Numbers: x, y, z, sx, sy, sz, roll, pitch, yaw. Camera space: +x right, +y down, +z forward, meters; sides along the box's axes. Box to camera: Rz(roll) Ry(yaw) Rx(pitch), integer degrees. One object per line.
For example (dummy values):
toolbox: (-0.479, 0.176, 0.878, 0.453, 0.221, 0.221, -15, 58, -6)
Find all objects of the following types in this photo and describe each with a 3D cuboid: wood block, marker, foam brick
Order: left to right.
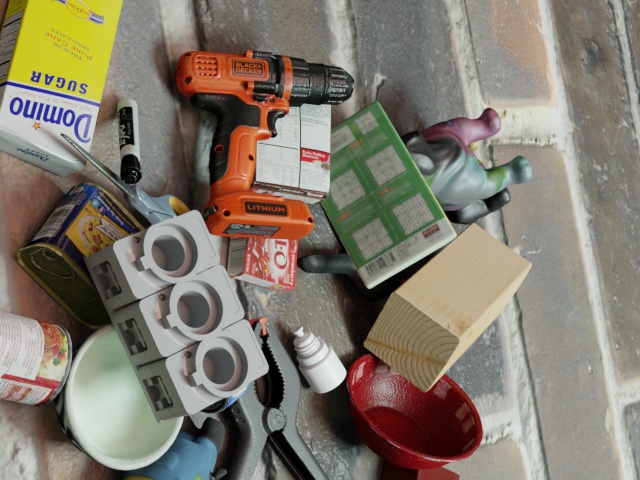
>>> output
marker: (-0.171, -0.089, 0.953, 0.020, 0.020, 0.121, 40, 21, -34)
foam brick: (0.110, 0.277, 1.192, 0.078, 0.053, 0.051, 32, 59, -40)
wood block: (0.149, 0.072, 1.221, 0.091, 0.090, 0.205, 37, 38, 14)

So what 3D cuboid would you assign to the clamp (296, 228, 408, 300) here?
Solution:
clamp: (0.036, 0.021, 1.182, 0.171, 0.039, 0.120, 43, 52, -27)

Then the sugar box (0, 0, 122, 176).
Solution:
sugar box: (-0.233, -0.154, 0.927, 0.093, 0.048, 0.176, 25, 62, -42)

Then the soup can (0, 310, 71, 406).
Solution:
soup can: (-0.255, 0.087, 0.829, 0.102, 0.069, 0.068, 21, 66, -42)

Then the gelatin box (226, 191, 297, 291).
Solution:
gelatin box: (-0.057, 0.001, 1.092, 0.073, 0.030, 0.089, 20, 67, -43)

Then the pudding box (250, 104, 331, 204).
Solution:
pudding box: (-0.035, -0.100, 1.117, 0.089, 0.039, 0.113, 8, 72, -24)

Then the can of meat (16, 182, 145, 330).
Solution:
can of meat: (-0.196, 0.012, 0.920, 0.102, 0.058, 0.083, 50, 47, -27)

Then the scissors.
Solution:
scissors: (-0.161, -0.044, 0.964, 0.201, 0.016, 0.096, 50, 14, -28)

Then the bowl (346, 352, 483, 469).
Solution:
bowl: (0.092, 0.194, 1.155, 0.162, 0.055, 0.162, 19, 31, -12)

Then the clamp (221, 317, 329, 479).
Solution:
clamp: (-0.046, 0.182, 1.055, 0.164, 0.036, 0.210, 10, 73, -45)

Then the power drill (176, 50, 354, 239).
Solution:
power drill: (-0.050, -0.096, 1.054, 0.184, 0.057, 0.187, 2, 72, -17)
